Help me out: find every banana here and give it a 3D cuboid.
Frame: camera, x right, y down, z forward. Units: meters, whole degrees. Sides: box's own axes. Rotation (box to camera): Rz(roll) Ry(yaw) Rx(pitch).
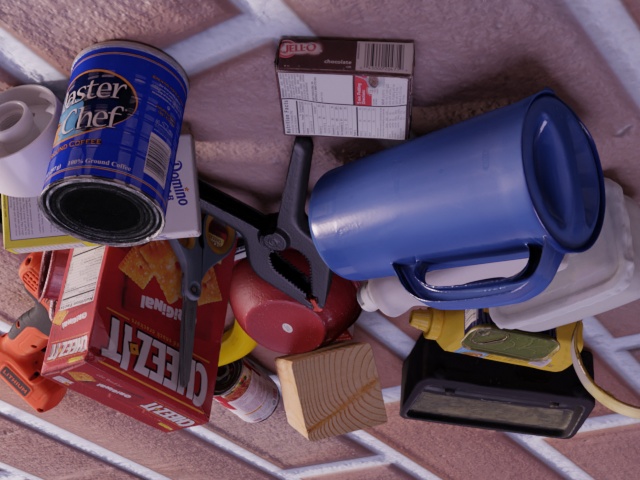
[{"bbox_3d":[-0.120,0.122,1.328,0.069,0.037,0.198,38,139,-8],"label":"banana"}]

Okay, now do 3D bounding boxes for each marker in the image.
[{"bbox_3d":[-0.057,0.001,1.128,0.121,0.020,0.020,-17,142,32],"label":"marker"}]

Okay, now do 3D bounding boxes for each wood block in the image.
[{"bbox_3d":[0.007,0.170,1.234,0.090,0.090,0.206,-13,177,-9],"label":"wood block"}]

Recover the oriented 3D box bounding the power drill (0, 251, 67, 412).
[{"bbox_3d":[-0.295,0.121,1.231,0.184,0.057,0.188,45,127,3],"label":"power drill"}]

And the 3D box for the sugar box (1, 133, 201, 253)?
[{"bbox_3d":[-0.200,-0.042,0.977,0.176,0.093,0.048,-4,173,-3],"label":"sugar box"}]

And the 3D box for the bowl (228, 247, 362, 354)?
[{"bbox_3d":[-0.035,0.077,1.180,0.162,0.055,0.162,6,136,6],"label":"bowl"}]

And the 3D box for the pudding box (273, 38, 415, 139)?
[{"bbox_3d":[0.021,-0.125,0.890,0.113,0.039,0.090,5,151,5],"label":"pudding box"}]

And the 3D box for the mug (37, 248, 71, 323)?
[{"bbox_3d":[-0.253,0.038,1.133,0.081,0.117,0.093,12,172,-20],"label":"mug"}]

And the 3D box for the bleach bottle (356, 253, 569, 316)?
[{"bbox_3d":[0.127,0.023,1.053,0.068,0.102,0.251,29,141,-29],"label":"bleach bottle"}]

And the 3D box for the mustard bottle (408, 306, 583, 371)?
[{"bbox_3d":[0.195,0.105,1.223,0.191,0.058,0.096,10,157,-9],"label":"mustard bottle"}]

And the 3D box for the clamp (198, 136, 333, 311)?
[{"bbox_3d":[-0.053,-0.012,1.047,0.165,0.036,0.210,-6,129,24],"label":"clamp"}]

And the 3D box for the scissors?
[{"bbox_3d":[-0.114,0.042,1.053,0.016,0.202,0.096,-20,164,42],"label":"scissors"}]

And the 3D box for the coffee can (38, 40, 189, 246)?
[{"bbox_3d":[-0.170,-0.080,0.892,0.103,0.140,0.103,4,149,2],"label":"coffee can"}]

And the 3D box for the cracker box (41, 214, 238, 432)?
[{"bbox_3d":[-0.169,0.059,1.051,0.072,0.213,0.164,-19,142,35],"label":"cracker box"}]

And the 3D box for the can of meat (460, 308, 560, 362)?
[{"bbox_3d":[0.204,0.076,1.149,0.102,0.084,0.057,11,149,-10],"label":"can of meat"}]

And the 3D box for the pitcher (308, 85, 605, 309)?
[{"bbox_3d":[0.108,-0.026,0.916,0.243,0.149,0.145,-14,103,40],"label":"pitcher"}]

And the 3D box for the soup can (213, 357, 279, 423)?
[{"bbox_3d":[-0.106,0.192,1.405,0.069,0.068,0.102,-11,146,25],"label":"soup can"}]
